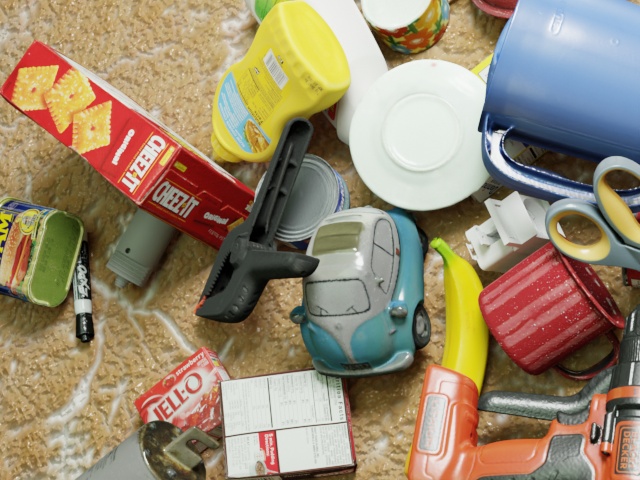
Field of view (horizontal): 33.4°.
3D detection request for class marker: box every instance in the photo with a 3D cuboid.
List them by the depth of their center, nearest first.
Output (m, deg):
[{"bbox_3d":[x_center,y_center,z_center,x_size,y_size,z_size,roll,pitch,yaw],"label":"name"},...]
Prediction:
[{"bbox_3d":[-0.241,0.044,1.076,0.020,0.020,0.121,-17,67,19],"label":"marker"}]

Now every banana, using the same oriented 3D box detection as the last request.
[{"bbox_3d":[0.107,0.100,0.877,0.037,0.069,0.198,167,111,-65],"label":"banana"}]

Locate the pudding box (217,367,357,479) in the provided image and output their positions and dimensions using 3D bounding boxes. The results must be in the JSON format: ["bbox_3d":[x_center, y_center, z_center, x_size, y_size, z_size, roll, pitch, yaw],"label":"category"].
[{"bbox_3d":[-0.029,0.159,0.918,0.113,0.039,0.090,-7,69,1],"label":"pudding box"}]

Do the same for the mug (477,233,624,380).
[{"bbox_3d":[0.187,0.062,0.845,0.082,0.093,0.117,-38,101,19],"label":"mug"}]

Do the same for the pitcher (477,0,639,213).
[{"bbox_3d":[0.246,-0.101,0.812,0.243,0.144,0.149,20,118,9],"label":"pitcher"}]

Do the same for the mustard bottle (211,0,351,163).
[{"bbox_3d":[-0.051,-0.127,0.985,0.192,0.058,0.096,-42,74,47],"label":"mustard bottle"}]

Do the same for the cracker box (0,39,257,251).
[{"bbox_3d":[-0.176,-0.086,1.006,0.214,0.164,0.072,37,92,29],"label":"cracker box"}]

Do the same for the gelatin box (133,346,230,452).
[{"bbox_3d":[-0.119,0.154,0.980,0.089,0.030,0.073,-38,63,9],"label":"gelatin box"}]

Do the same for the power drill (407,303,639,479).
[{"bbox_3d":[0.163,0.128,0.762,0.188,0.057,0.184,-4,58,34],"label":"power drill"}]

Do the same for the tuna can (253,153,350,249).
[{"bbox_3d":[-0.016,-0.035,0.991,0.086,0.033,0.086,-8,71,22],"label":"tuna can"}]

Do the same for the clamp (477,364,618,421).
[{"bbox_3d":[0.216,0.155,0.821,0.172,0.039,0.120,-18,90,14],"label":"clamp"}]

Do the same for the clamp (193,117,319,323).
[{"bbox_3d":[-0.056,0.001,0.940,0.210,0.036,0.164,-45,34,48],"label":"clamp"}]

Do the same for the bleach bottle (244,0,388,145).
[{"bbox_3d":[0.015,-0.174,0.988,0.068,0.103,0.251,-16,60,-29],"label":"bleach bottle"}]

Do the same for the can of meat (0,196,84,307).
[{"bbox_3d":[-0.291,0.013,1.074,0.084,0.057,0.102,11,85,38],"label":"can of meat"}]
